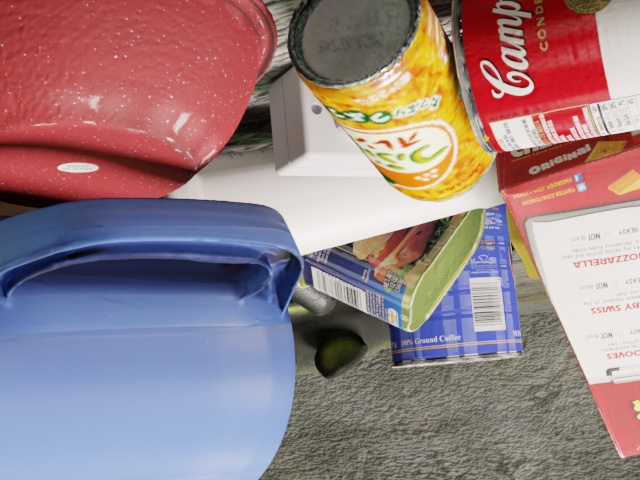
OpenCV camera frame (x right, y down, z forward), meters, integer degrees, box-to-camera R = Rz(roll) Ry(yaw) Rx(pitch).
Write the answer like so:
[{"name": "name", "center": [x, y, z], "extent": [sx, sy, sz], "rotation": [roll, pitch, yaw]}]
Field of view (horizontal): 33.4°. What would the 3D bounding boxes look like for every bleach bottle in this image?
[{"name": "bleach bottle", "center": [0.039, -0.034, 0.597], "extent": [0.250, 0.068, 0.102], "rotation": [-12, -173, -7]}]

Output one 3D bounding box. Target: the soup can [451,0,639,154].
[{"name": "soup can", "center": [0.108, -0.074, 0.404], "extent": [0.102, 0.068, 0.068], "rotation": [-9, 171, 22]}]

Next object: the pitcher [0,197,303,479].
[{"name": "pitcher", "center": [-0.128, 0.043, 0.410], "extent": [0.145, 0.149, 0.242], "rotation": [15, -173, 41]}]

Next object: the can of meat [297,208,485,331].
[{"name": "can of meat", "center": [0.044, 0.000, 0.667], "extent": [0.084, 0.102, 0.057], "rotation": [24, 147, 24]}]

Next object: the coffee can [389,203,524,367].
[{"name": "coffee can", "center": [0.100, 0.025, 0.831], "extent": [0.103, 0.140, 0.103], "rotation": [-5, 172, -1]}]

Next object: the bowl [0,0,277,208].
[{"name": "bowl", "center": [-0.095, -0.052, 0.412], "extent": [0.162, 0.055, 0.162], "rotation": [-4, 163, -1]}]
